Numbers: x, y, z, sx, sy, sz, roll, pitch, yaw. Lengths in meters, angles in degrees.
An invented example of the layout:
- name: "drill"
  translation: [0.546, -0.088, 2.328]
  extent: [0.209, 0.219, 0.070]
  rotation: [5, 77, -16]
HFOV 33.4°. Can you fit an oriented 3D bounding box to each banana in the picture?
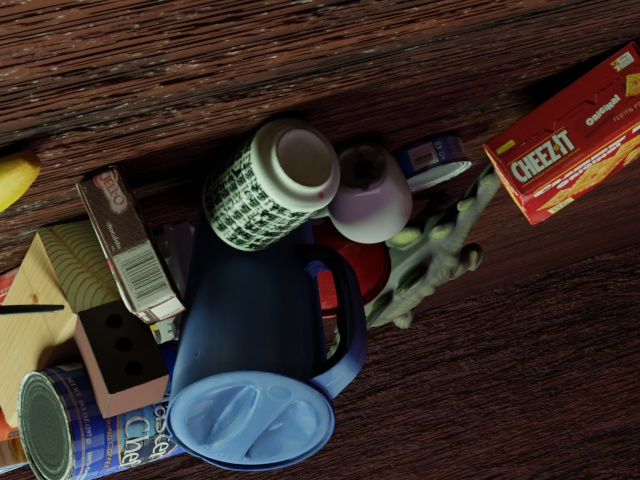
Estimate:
- name: "banana"
  translation: [-0.275, -0.013, 0.697]
  extent: [0.197, 0.037, 0.070]
  rotation: [-18, 171, -9]

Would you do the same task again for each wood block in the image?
- name: "wood block"
  translation: [-0.232, 0.077, 0.975]
  extent: [0.090, 0.091, 0.206]
  rotation: [-11, 153, -39]

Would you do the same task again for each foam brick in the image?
- name: "foam brick"
  translation: [-0.163, 0.095, 0.868]
  extent: [0.052, 0.078, 0.051]
  rotation: [-16, 156, -26]

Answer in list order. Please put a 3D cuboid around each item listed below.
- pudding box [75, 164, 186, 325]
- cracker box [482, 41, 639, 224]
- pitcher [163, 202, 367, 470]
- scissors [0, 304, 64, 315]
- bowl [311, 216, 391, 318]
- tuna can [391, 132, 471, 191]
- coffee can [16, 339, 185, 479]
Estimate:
- name: "pudding box"
  translation: [-0.145, 0.006, 0.827]
  extent: [0.039, 0.113, 0.090]
  rotation: [-23, 171, -5]
- name: "cracker box"
  translation: [0.254, -0.096, 1.056]
  extent: [0.164, 0.072, 0.213]
  rotation: [-35, 168, 8]
- name: "pitcher"
  translation: [-0.049, 0.059, 0.912]
  extent: [0.149, 0.243, 0.145]
  rotation: [6, 135, -9]
- name: "scissors"
  translation: [-0.316, 0.066, 0.880]
  extent: [0.202, 0.016, 0.096]
  rotation: [1, -161, 32]
- name: "bowl"
  translation: [-0.006, 0.002, 1.075]
  extent: [0.162, 0.162, 0.055]
  rotation: [-16, 136, -20]
- name: "tuna can"
  translation: [0.107, -0.078, 1.085]
  extent: [0.086, 0.034, 0.086]
  rotation: [-19, 171, -3]
- name: "coffee can"
  translation: [-0.179, 0.150, 0.935]
  extent: [0.140, 0.103, 0.103]
  rotation: [-9, 167, -39]
